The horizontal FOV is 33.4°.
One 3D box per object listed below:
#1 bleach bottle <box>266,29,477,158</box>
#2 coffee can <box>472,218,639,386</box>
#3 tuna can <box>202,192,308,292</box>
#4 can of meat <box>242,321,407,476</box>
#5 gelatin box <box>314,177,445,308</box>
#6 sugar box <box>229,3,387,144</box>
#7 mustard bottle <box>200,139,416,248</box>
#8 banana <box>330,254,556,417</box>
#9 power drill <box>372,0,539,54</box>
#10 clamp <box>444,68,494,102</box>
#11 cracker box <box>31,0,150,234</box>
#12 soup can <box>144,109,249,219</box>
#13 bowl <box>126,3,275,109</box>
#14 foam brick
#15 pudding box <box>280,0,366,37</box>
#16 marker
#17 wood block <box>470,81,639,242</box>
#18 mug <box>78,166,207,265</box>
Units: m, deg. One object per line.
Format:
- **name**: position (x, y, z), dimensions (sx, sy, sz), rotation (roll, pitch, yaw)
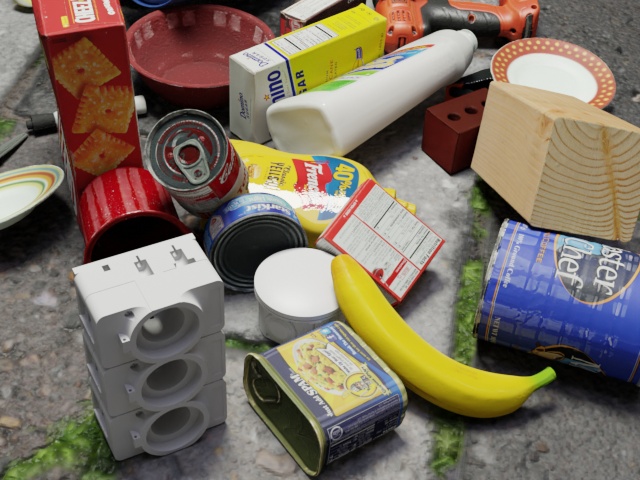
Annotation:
- **bleach bottle**: position (0.068, -0.157, 1.086), dimensions (0.250, 0.068, 0.103), rotation (-34, 21, -35)
- **coffee can**: position (0.204, 0.049, 0.858), dimensions (0.140, 0.103, 0.102), rotation (16, 43, 13)
- **tuna can**: position (-0.056, 0.001, 0.906), dimensions (0.086, 0.086, 0.034), rotation (-9, 42, -14)
- **can of meat**: position (0.003, 0.115, 0.807), dimensions (0.083, 0.057, 0.102), rotation (-22, 49, -29)
- **gelatin box**: position (0.051, 0.003, 0.914), dimensions (0.089, 0.030, 0.073), rotation (40, 66, -5)
- **sugar box**: position (-0.012, -0.170, 1.094), dimensions (0.176, 0.093, 0.048), rotation (-31, 52, -31)
- **mustard bottle**: position (-0.008, -0.037, 0.972), dimensions (0.191, 0.058, 0.096), rotation (9, 48, 5)
- **banana**: position (0.082, 0.085, 0.833), dimensions (0.198, 0.037, 0.069), rotation (30, 61, 4)
- **power drill**: position (0.154, -0.281, 1.256), dimensions (0.187, 0.057, 0.184), rotation (-1, 46, -1)
- **clamp**: position (0.221, -0.157, 1.135), dimensions (0.171, 0.039, 0.120), rotation (12, 41, 9)
- **cracker box**: position (-0.207, -0.137, 0.953), dimensions (0.072, 0.214, 0.164), rotation (-10, 44, -13)
- **soup can**: position (-0.101, -0.061, 0.893), dimensions (0.068, 0.102, 0.068), rotation (-2, 77, 7)
- **bowl**: position (-0.127, -0.187, 1.132), dimensions (0.162, 0.055, 0.162), rotation (2, 42, -2)
- **foam brick**: position (0.148, -0.110, 1.069), dimensions (0.078, 0.051, 0.053), rotation (-23, 48, -26)
- **pudding box**: position (0.003, -0.222, 1.154), dimensions (0.039, 0.090, 0.113), rotation (28, 47, 25)
- **marker**: position (-0.238, -0.128, 1.085), dimensions (0.121, 0.020, 0.020), rotation (-13, 45, -17)
- **wood block**: position (0.206, -0.076, 0.938), dimensions (0.090, 0.091, 0.206), rotation (10, 15, -8)
- **mug**: position (-0.151, -0.007, 0.916), dimensions (0.117, 0.093, 0.081), rotation (14, 30, -30)
